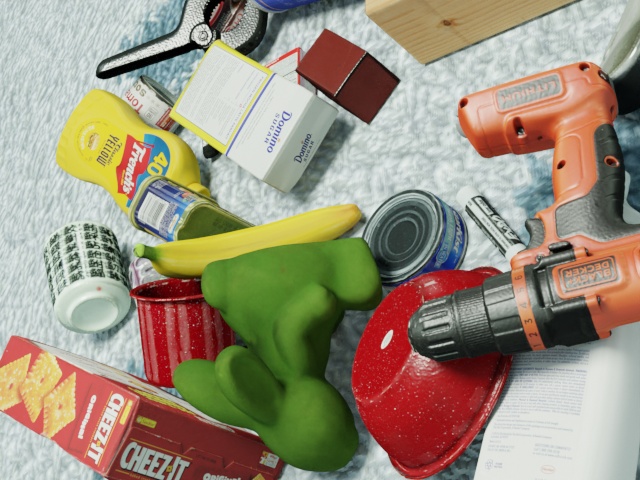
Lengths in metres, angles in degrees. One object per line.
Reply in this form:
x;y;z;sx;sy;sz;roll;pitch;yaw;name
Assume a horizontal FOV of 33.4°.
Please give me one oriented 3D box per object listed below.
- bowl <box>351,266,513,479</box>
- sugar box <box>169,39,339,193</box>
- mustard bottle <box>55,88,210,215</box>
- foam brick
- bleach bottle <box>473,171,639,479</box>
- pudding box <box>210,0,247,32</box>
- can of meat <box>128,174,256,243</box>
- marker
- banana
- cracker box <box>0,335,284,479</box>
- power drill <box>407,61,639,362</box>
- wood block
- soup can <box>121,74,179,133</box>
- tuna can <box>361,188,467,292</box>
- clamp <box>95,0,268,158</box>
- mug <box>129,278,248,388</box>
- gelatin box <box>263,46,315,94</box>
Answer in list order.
0.068;0.082;0.749;0.162;0.055;0.162;-53;20;30;bowl
-0.066;-0.121;1.018;0.176;0.048;0.093;37;97;43;sugar box
-0.182;-0.073;1.103;0.192;0.058;0.096;34;98;22;mustard bottle
0.024;-0.153;0.987;0.051;0.052;0.078;-54;40;5;foam brick
0.172;0.065;0.695;0.103;0.068;0.250;-3;62;44;bleach bottle
-0.090;-0.278;1.191;0.113;0.039;0.090;-57;40;2;pudding box
-0.115;-0.013;1.002;0.084;0.102;0.057;27;90;47;can of meat
0.138;-0.002;0.803;0.020;0.020;0.121;-47;41;13;marker
-0.062;0.005;0.933;0.070;0.197;0.037;132;125;-79;banana
-0.158;0.155;0.890;0.214;0.164;0.072;14;79;49;cracker box
0.138;-0.017;0.690;0.184;0.057;0.187;-14;56;15;power drill
0.146;-0.237;0.888;0.207;0.090;0.090;-18;54;37;wood block
-0.205;-0.125;1.188;0.102;0.068;0.069;-48;41;10;soup can
0.073;0.002;0.854;0.086;0.033;0.086;-25;50;33;tuna can
-0.115;-0.201;1.127;0.164;0.036;0.210;44;91;11;clamp
-0.105;0.078;0.936;0.093;0.117;0.081;-155;59;-71;mug
-0.040;-0.137;1.058;0.073;0.030;0.089;-24;53;33;gelatin box
